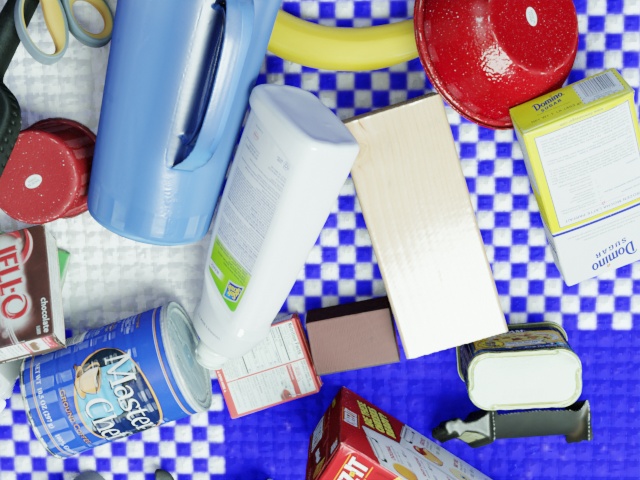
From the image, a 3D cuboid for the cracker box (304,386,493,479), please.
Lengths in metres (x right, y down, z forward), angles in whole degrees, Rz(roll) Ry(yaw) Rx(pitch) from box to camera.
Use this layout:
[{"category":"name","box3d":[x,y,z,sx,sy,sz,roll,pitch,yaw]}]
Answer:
[{"category":"cracker box","box3d":[0.091,0.229,0.924,0.213,0.164,0.072,32,97,-3]}]

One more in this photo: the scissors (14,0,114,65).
[{"category":"scissors","box3d":[-0.233,-0.247,0.929,0.096,0.016,0.202,0,75,-34]}]

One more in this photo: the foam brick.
[{"category":"foam brick","box3d":[0.029,0.086,0.959,0.078,0.053,0.051,-10,99,5]}]

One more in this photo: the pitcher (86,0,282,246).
[{"category":"pitcher","box3d":[-0.115,-0.118,0.875,0.145,0.149,0.243,22,111,14]}]

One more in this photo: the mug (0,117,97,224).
[{"category":"mug","box3d":[-0.250,-0.066,0.933,0.117,0.081,0.093,34,99,-3]}]

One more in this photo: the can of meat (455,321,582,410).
[{"category":"can of meat","box3d":[0.174,0.111,0.939,0.102,0.084,0.057,-4,99,3]}]

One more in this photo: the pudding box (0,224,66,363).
[{"category":"pudding box","box3d":[-0.274,0.049,0.935,0.090,0.039,0.113,-15,65,4]}]

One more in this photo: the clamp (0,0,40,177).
[{"category":"clamp","box3d":[-0.294,-0.126,0.903,0.164,0.036,0.210,-27,60,4]}]

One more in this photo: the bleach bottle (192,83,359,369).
[{"category":"bleach bottle","box3d":[-0.056,0.001,0.898,0.067,0.103,0.251,0,127,-39]}]

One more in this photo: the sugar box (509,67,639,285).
[{"category":"sugar box","box3d":[0.225,-0.049,0.891,0.093,0.048,0.176,-21,131,5]}]

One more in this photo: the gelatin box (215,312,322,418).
[{"category":"gelatin box","box3d":[-0.051,0.114,0.980,0.089,0.030,0.073,-18,97,6]}]

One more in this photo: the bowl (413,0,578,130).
[{"category":"bowl","box3d":[0.156,-0.174,0.867,0.161,0.055,0.162,4,82,-28]}]

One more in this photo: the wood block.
[{"category":"wood block","box3d":[0.086,-0.015,0.920,0.091,0.090,0.206,-17,98,5]}]

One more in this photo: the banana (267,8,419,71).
[{"category":"banana","box3d":[0.011,-0.181,0.923,0.198,0.037,0.070,14,102,1]}]

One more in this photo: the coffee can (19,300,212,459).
[{"category":"coffee can","box3d":[-0.180,0.124,0.951,0.140,0.103,0.103,-19,98,6]}]
